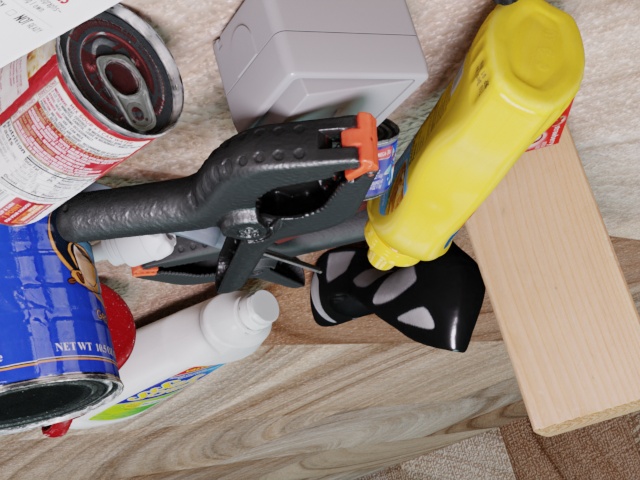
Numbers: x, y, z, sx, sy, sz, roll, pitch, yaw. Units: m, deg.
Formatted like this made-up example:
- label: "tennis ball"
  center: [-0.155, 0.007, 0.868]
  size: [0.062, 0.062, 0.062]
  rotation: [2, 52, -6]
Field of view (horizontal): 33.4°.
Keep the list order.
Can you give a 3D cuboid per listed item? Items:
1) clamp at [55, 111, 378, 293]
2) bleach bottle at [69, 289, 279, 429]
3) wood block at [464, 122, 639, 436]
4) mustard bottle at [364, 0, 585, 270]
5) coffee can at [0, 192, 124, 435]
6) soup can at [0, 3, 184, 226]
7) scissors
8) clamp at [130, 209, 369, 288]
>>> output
- label: "clamp"
  center: [-0.033, -0.014, 0.535]
  size: [0.172, 0.039, 0.120]
  rotation: [-16, 157, 31]
- label: "bleach bottle"
  center: [-0.132, 0.099, 0.934]
  size: [0.102, 0.068, 0.251]
  rotation: [-2, 160, -45]
- label: "wood block"
  center: [0.165, 0.025, 0.755]
  size: [0.091, 0.206, 0.090]
  rotation: [-20, 162, 13]
- label: "mustard bottle"
  center: [0.073, -0.043, 0.605]
  size: [0.058, 0.096, 0.192]
  rotation: [28, 136, -6]
- label: "coffee can"
  center: [-0.169, 0.023, 0.565]
  size: [0.102, 0.140, 0.103]
  rotation: [-14, 162, -5]
- label: "soup can"
  center: [-0.121, -0.056, 0.490]
  size: [0.102, 0.068, 0.068]
  rotation: [-28, 159, 35]
- label: "scissors"
  center: [-0.054, 0.001, 0.676]
  size: [0.201, 0.016, 0.096]
  rotation: [19, 179, -33]
- label: "clamp"
  center: [-0.052, 0.010, 0.803]
  size: [0.209, 0.036, 0.165]
  rotation: [-5, 162, -31]
